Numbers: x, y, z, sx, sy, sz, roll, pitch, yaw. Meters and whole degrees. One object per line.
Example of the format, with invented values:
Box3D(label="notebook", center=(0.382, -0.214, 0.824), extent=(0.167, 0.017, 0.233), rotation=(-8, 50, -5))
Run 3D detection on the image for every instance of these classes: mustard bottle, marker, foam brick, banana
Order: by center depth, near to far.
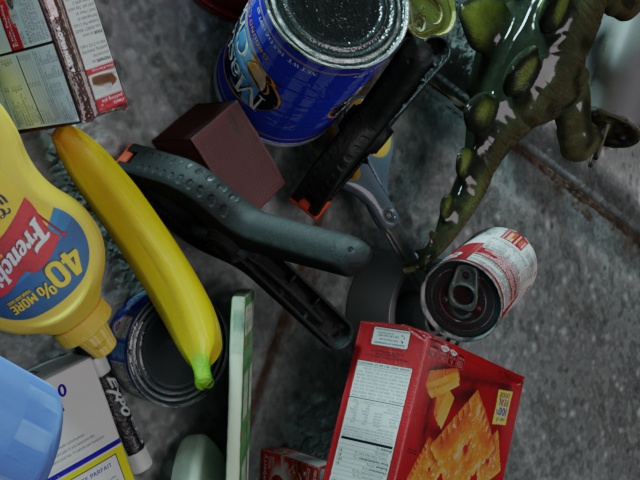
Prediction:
Box3D(label="mustard bottle", center=(-0.193, 0.001, 0.673), extent=(0.096, 0.058, 0.191), rotation=(-38, 114, -6))
Box3D(label="banana", center=(-0.116, 0.008, 0.719), extent=(0.037, 0.069, 0.198), rotation=(-32, 89, -4))
Box3D(label="marker", center=(-0.149, 0.110, 0.753), extent=(0.020, 0.020, 0.121), rotation=(-32, 111, -34))
Box3D(label="foam brick", center=(-0.074, -0.057, 0.787), extent=(0.053, 0.051, 0.078), rotation=(-45, 118, -30))

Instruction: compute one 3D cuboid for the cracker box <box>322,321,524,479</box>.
Box3D(label="cracker box", center=(0.077, 0.186, 0.826), extent=(0.164, 0.072, 0.213), rotation=(28, 71, -49))

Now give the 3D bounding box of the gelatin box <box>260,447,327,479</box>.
Box3D(label="gelatin box", center=(-0.017, 0.212, 0.831), extent=(0.030, 0.073, 0.089), rotation=(3, 90, -39))

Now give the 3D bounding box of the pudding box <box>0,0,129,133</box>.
Box3D(label="pudding box", center=(-0.176, -0.114, 0.661), extent=(0.039, 0.114, 0.090), rotation=(-30, 111, -38))

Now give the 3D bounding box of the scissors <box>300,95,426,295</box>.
Box3D(label="scissors", center=(0.060, -0.037, 0.883), extent=(0.201, 0.016, 0.096), rotation=(48, 58, -10))

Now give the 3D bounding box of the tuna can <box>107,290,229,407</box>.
Box3D(label="tuna can", center=(-0.110, 0.076, 0.774), extent=(0.085, 0.034, 0.086), rotation=(-2, 93, -39))

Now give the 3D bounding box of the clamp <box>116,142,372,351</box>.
Box3D(label="clamp", center=(-0.055, 0.001, 0.747), extent=(0.036, 0.210, 0.164), rotation=(-54, 162, -22))

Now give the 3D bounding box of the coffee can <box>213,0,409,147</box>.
Box3D(label="coffee can", center=(-0.011, -0.139, 0.758), extent=(0.102, 0.140, 0.103), rotation=(6, 72, -18))

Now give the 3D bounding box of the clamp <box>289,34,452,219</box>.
Box3D(label="clamp", center=(0.041, -0.091, 0.812), extent=(0.039, 0.172, 0.120), rotation=(45, 27, 8))

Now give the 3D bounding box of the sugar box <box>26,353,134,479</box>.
Box3D(label="sugar box", center=(-0.174, 0.174, 0.720), extent=(0.093, 0.048, 0.176), rotation=(-25, 104, -36))

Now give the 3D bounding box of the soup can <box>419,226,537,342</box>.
Box3D(label="soup can", center=(0.131, 0.033, 0.868), extent=(0.102, 0.069, 0.068), rotation=(-32, 113, -57))
